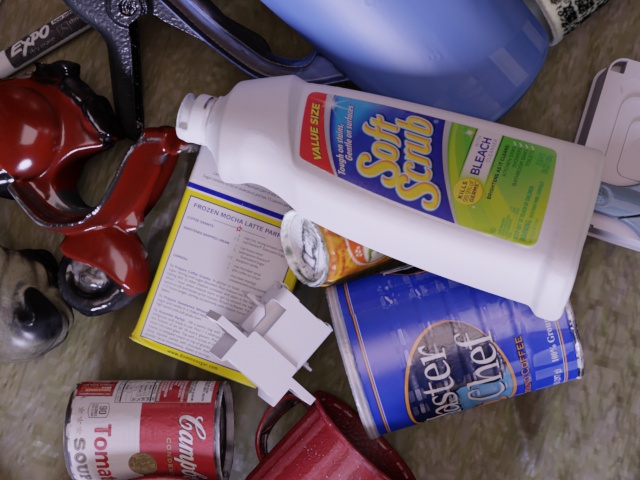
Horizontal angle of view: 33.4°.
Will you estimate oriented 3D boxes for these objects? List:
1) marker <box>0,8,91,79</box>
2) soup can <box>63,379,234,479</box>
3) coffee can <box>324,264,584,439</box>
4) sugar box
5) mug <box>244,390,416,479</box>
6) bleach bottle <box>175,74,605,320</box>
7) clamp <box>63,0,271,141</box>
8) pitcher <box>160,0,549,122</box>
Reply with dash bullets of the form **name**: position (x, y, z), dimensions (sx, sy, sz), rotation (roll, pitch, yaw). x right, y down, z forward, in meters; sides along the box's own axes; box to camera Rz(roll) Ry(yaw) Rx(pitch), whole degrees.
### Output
- **marker**: position (-0.202, -0.137, 0.753), dimensions (0.121, 0.020, 0.020), rotation (-31, 86, 2)
- **soup can**: position (-0.112, 0.127, 0.712), dimensions (0.102, 0.068, 0.068), rotation (0, 88, 4)
- **coffee can**: position (0.084, 0.059, 0.685), dimensions (0.140, 0.103, 0.103), rotation (-17, 87, 3)
- **sugar box**: position (-0.055, 0.001, 0.725), dimensions (0.093, 0.048, 0.176), rotation (21, 86, 0)
- **mug**: position (-0.003, 0.151, 0.701), dimensions (0.081, 0.093, 0.117), rotation (-47, 55, 5)
- **bleach bottle**: position (0.032, -0.036, 0.631), dimensions (0.251, 0.068, 0.102), rotation (16, 65, 11)
- **clamp**: position (-0.111, -0.157, 0.703), dimensions (0.120, 0.039, 0.171), rotation (-22, 117, 7)
- **pitcher**: position (0.018, -0.165, 0.659), dimensions (0.242, 0.149, 0.145), rotation (43, 63, -19)
